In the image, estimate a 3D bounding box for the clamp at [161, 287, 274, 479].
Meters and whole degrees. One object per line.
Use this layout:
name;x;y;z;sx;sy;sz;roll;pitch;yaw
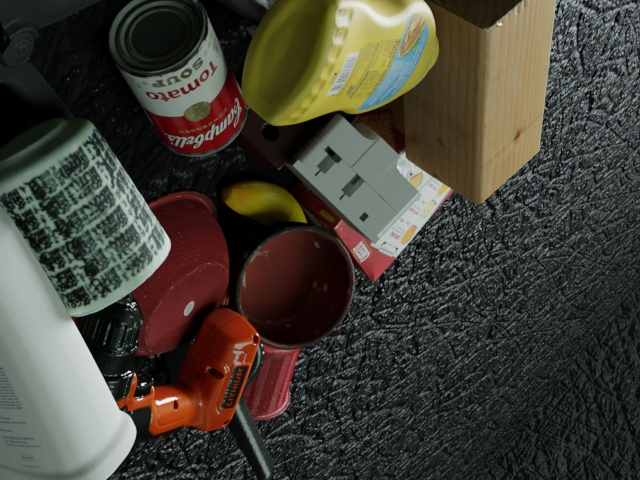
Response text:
clamp;-0.116;0.132;0.990;0.036;0.164;0.210;-103;-162;-68

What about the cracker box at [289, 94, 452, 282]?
cracker box;0.080;-0.081;1.058;0.213;0.072;0.164;-49;154;-5

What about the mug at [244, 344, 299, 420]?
mug;-0.062;0.112;1.063;0.117;0.093;0.082;-52;162;-58

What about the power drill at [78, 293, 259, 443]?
power drill;-0.130;0.106;0.825;0.187;0.057;0.185;-13;132;-53

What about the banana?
banana;-0.043;-0.009;0.979;0.069;0.037;0.198;-45;155;-17

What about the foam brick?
foam brick;-0.029;-0.098;0.841;0.078;0.053;0.051;-48;-172;-10

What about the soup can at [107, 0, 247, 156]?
soup can;-0.094;-0.110;0.712;0.068;0.069;0.102;-47;155;-12

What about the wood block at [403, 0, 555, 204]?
wood block;0.129;-0.140;0.887;0.090;0.090;0.206;-40;149;-22

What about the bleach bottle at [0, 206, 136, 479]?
bleach bottle;-0.195;0.031;0.618;0.068;0.103;0.251;-53;135;-48

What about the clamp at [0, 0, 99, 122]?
clamp;-0.178;-0.109;0.602;0.171;0.039;0.120;-18;136;-52

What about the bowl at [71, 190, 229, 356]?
bowl;-0.127;0.040;0.878;0.162;0.055;0.162;-40;154;-25

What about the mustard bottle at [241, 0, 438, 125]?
mustard bottle;0.030;-0.132;0.744;0.191;0.058;0.096;-16;141;-54
